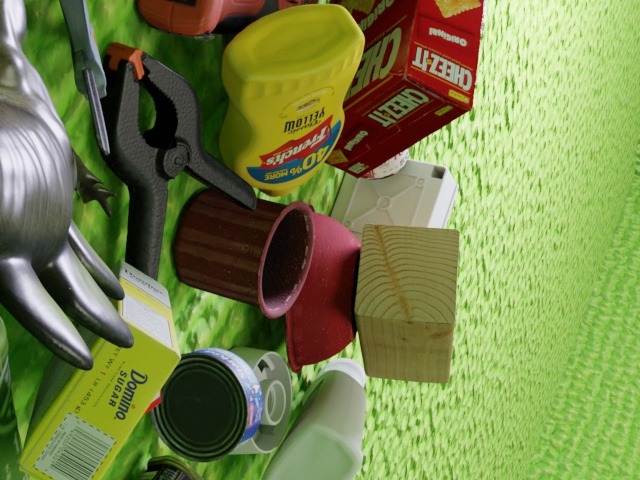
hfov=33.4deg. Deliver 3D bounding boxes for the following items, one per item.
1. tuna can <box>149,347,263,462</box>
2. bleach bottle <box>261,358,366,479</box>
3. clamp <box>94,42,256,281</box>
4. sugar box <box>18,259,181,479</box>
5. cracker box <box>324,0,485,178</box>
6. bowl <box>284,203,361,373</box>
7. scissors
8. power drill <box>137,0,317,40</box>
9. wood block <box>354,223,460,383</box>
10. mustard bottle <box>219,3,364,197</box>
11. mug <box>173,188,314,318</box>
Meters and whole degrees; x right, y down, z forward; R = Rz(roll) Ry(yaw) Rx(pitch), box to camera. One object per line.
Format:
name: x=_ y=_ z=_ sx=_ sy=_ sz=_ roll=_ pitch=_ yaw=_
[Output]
tuna can: x=-0.088 y=0.127 z=0.834 sx=0.033 sy=0.086 sz=0.086 roll=-9 pitch=111 yaw=-68
bleach bottle: x=0.009 y=0.175 z=1.072 sx=0.103 sy=0.068 sz=0.250 roll=-52 pitch=-178 yaw=19
clamp: x=-0.111 y=-0.047 z=0.715 sx=0.120 sy=0.039 sz=0.171 roll=-53 pitch=136 yaw=-28
sugar box: x=-0.124 y=0.072 z=0.612 sx=0.093 sy=0.048 sz=0.176 roll=-55 pitch=-169 yaw=2
cracker box: x=0.062 y=-0.180 z=0.871 sx=0.164 sy=0.072 sz=0.213 roll=-29 pitch=-135 yaw=57
bowl: x=0.008 y=0.047 z=1.008 sx=0.162 sy=0.055 sz=0.162 roll=4 pitch=90 yaw=-81
scissors: x=-0.124 y=-0.105 z=0.551 sx=0.202 sy=0.016 sz=0.096 roll=-133 pitch=-150 yaw=-72
power drill: x=-0.050 y=-0.207 z=0.757 sx=0.187 sy=0.057 sz=0.184 roll=-12 pitch=114 yaw=-66
wood block: x=0.086 y=0.067 z=1.036 sx=0.206 sy=0.090 sz=0.091 roll=77 pitch=19 yaw=-67
mustard bottle: x=-0.027 y=-0.087 z=0.785 sx=0.096 sy=0.058 sz=0.192 roll=-25 pitch=158 yaw=-19
mug: x=-0.056 y=0.001 z=0.840 sx=0.117 sy=0.082 sz=0.093 roll=-43 pitch=141 yaw=-54
